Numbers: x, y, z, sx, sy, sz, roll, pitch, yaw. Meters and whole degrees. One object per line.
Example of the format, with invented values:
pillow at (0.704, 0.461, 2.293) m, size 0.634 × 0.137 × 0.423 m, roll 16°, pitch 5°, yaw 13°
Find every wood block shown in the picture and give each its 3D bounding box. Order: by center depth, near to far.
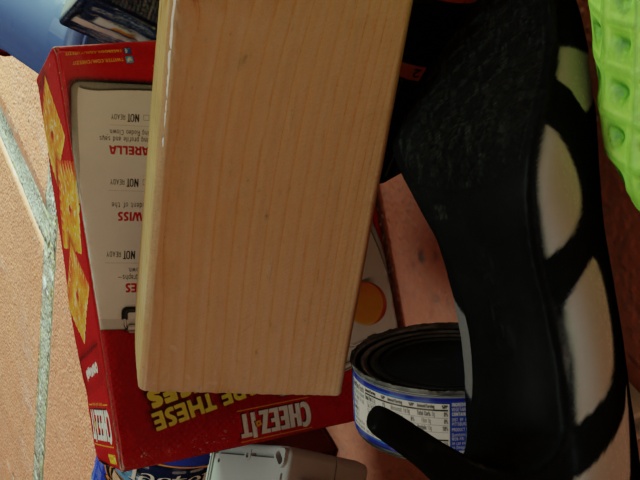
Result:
wood block at (-0.026, -0.045, 0.448) m, size 0.090 × 0.090 × 0.206 m, roll -108°, pitch 24°, yaw -61°

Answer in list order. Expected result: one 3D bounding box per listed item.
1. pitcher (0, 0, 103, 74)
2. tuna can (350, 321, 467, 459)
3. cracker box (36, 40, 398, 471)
pitcher at (-0.184, -0.168, 0.841) m, size 0.145 × 0.149 × 0.243 m, roll -56°, pitch 40°, yaw 4°
tuna can at (0.056, 0.065, 0.469) m, size 0.086 × 0.086 × 0.034 m, roll 23°, pitch 119°, yaw 60°
cracker box at (-0.054, 0.001, 0.579) m, size 0.072 × 0.164 × 0.214 m, roll 162°, pitch 99°, yaw -67°
